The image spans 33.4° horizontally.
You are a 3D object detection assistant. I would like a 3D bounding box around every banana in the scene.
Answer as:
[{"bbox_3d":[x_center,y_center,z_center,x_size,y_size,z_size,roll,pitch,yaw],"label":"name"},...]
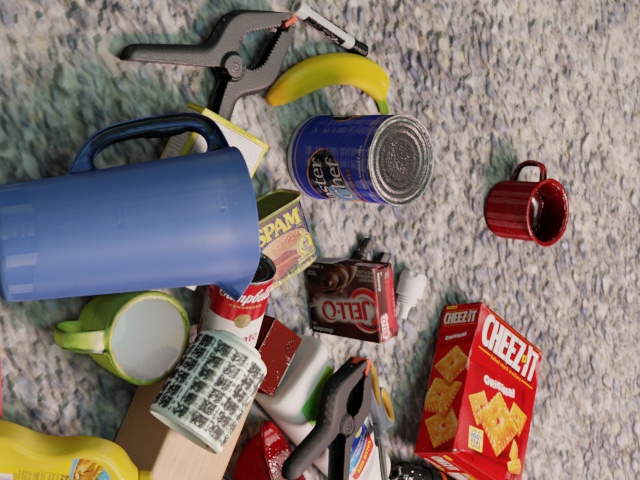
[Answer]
[{"bbox_3d":[0.019,-0.188,1.260,0.197,0.037,0.069,-1,95,-41],"label":"banana"}]

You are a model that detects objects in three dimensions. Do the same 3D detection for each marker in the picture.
[{"bbox_3d":[0.014,-0.248,1.261,0.121,0.020,0.020,27,77,-39],"label":"marker"}]

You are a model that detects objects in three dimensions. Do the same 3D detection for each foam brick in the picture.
[{"bbox_3d":[-0.068,0.129,1.211,0.053,0.051,0.078,42,69,-37],"label":"foam brick"}]

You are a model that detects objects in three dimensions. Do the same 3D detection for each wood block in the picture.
[{"bbox_3d":[-0.154,0.215,1.121,0.090,0.091,0.206,32,74,-38],"label":"wood block"}]

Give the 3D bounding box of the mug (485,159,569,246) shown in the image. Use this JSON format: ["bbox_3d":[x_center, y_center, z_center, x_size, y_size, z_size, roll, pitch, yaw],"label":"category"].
[{"bbox_3d":[0.283,-0.053,1.473,0.093,0.082,0.117,1,94,-41],"label":"mug"}]

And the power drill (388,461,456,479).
[{"bbox_3d":[0.133,0.395,1.409,0.184,0.057,0.187,30,75,-39],"label":"power drill"}]

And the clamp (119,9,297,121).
[{"bbox_3d":[-0.101,-0.177,1.159,0.209,0.036,0.164,-36,119,-28],"label":"clamp"}]

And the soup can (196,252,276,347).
[{"bbox_3d":[-0.092,0.066,1.149,0.068,0.069,0.102,-12,131,-39],"label":"soup can"}]

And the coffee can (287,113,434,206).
[{"bbox_3d":[0.045,-0.094,1.224,0.102,0.141,0.103,-5,98,-40],"label":"coffee can"}]

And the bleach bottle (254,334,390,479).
[{"bbox_3d":[0.022,0.230,1.295,0.102,0.068,0.250,-55,128,-24],"label":"bleach bottle"}]

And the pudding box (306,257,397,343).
[{"bbox_3d":[0.036,0.068,1.253,0.039,0.114,0.090,-15,104,-42],"label":"pudding box"}]

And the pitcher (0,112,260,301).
[{"bbox_3d":[-0.186,-0.021,1.007,0.242,0.149,0.145,-7,128,-15],"label":"pitcher"}]

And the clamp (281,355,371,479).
[{"bbox_3d":[0.022,0.219,1.221,0.171,0.039,0.120,-60,143,-23],"label":"clamp"}]

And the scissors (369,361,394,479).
[{"bbox_3d":[0.079,0.241,1.302,0.096,0.016,0.202,51,23,-51],"label":"scissors"}]

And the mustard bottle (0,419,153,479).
[{"bbox_3d":[-0.238,0.228,1.013,0.191,0.058,0.096,12,112,-13],"label":"mustard bottle"}]

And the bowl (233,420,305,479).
[{"bbox_3d":[-0.055,0.288,1.204,0.055,0.162,0.162,-24,116,6],"label":"bowl"}]

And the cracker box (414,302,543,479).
[{"bbox_3d":[0.216,0.213,1.423,0.164,0.072,0.213,38,57,-37],"label":"cracker box"}]

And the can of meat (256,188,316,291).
[{"bbox_3d":[-0.058,0.002,1.203,0.101,0.058,0.084,-33,118,-33],"label":"can of meat"}]

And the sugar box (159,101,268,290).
[{"bbox_3d":[-0.135,-0.045,1.115,0.093,0.048,0.176,28,93,-37],"label":"sugar box"}]
